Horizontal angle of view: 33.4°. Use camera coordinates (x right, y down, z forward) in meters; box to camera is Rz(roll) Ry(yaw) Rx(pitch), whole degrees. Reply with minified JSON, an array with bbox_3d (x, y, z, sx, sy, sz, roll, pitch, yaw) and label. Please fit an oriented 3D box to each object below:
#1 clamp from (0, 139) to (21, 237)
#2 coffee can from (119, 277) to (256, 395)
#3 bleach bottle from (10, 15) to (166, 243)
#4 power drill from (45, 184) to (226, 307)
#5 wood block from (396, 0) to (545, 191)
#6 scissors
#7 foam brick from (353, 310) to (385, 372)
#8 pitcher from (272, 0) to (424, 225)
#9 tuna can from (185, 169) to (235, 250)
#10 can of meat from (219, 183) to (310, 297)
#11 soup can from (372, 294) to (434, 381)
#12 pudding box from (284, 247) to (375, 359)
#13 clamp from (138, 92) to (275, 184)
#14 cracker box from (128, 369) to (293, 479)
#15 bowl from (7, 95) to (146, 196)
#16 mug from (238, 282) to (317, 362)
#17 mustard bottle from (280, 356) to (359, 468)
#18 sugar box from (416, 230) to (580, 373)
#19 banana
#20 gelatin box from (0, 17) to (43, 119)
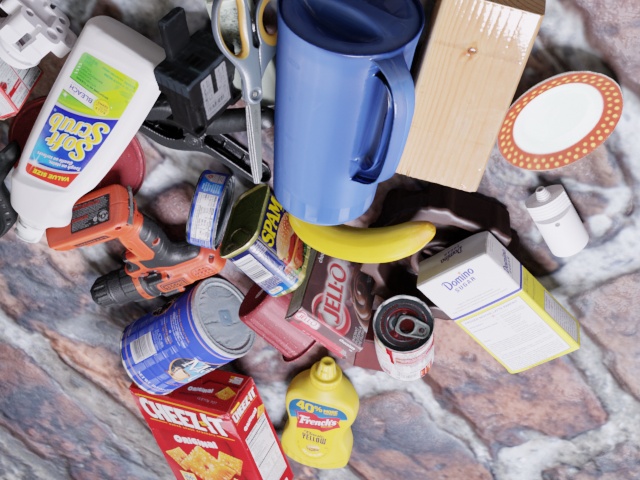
[{"bbox_3d":[-0.397,-0.077,1.215,0.165,0.036,0.210,34,146,16],"label":"clamp"},{"bbox_3d":[-0.164,0.119,1.315,0.141,0.102,0.102,-29,120,33],"label":"coffee can"},{"bbox_3d":[-0.246,-0.100,1.100,0.102,0.068,0.251,32,112,0],"label":"bleach bottle"},{"bbox_3d":[-0.227,0.013,1.223,0.185,0.057,0.187,-20,150,19],"label":"power drill"},{"bbox_3d":[0.136,-0.158,1.005,0.091,0.090,0.206,15,134,0],"label":"wood block"},{"bbox_3d":[-0.053,-0.160,1.046,0.016,0.096,0.202,32,147,47],"label":"scissors"},{"bbox_3d":[0.084,0.125,1.301,0.078,0.053,0.051,11,133,3],"label":"foam brick"},{"bbox_3d":[0.020,-0.123,1.025,0.145,0.149,0.243,15,138,6],"label":"pitcher"},{"bbox_3d":[-0.121,-0.034,1.177,0.034,0.086,0.086,14,133,2],"label":"tuna can"},{"bbox_3d":[-0.058,0.002,1.186,0.058,0.102,0.083,-27,124,32],"label":"can of meat"},{"bbox_3d":[0.096,0.113,1.209,0.068,0.068,0.102,4,154,8],"label":"soup can"},{"bbox_3d":[0.014,0.066,1.220,0.090,0.113,0.039,36,132,-20],"label":"pudding box"},{"bbox_3d":[-0.124,-0.112,1.136,0.171,0.039,0.120,13,143,12],"label":"clamp"},{"bbox_3d":[-0.145,0.261,1.436,0.164,0.072,0.213,8,136,29],"label":"cracker box"},{"bbox_3d":[-0.279,-0.080,1.190,0.162,0.055,0.162,6,133,7],"label":"bowl"},{"bbox_3d":[-0.048,0.084,1.278,0.081,0.093,0.117,40,164,-17],"label":"mug"},{"bbox_3d":[0.001,0.221,1.403,0.096,0.058,0.192,15,133,9],"label":"mustard bottle"},{"bbox_3d":[0.195,0.069,1.160,0.093,0.048,0.176,-28,121,32],"label":"sugar box"},{"bbox_3d":[0.034,-0.009,1.138,0.198,0.037,0.069,18,127,33],"label":"banana"},{"bbox_3d":[-0.333,-0.181,1.097,0.030,0.073,0.089,-14,129,24],"label":"gelatin box"}]
